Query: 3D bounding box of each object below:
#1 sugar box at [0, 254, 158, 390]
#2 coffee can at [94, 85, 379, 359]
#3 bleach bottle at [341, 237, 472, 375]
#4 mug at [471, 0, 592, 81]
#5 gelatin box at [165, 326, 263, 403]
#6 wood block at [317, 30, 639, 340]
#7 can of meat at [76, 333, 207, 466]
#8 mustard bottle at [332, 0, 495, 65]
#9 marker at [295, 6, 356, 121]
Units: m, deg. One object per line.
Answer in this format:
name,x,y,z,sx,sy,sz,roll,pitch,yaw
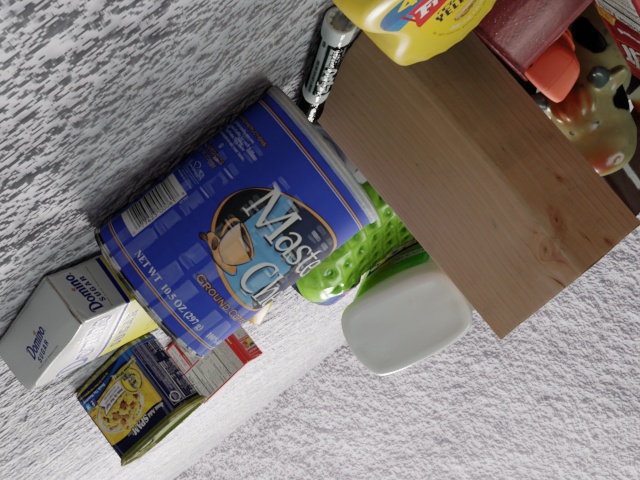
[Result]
sugar box,-0.131,0.037,0.746,0.175,0.048,0.093,-30,167,-49
coffee can,-0.050,-0.011,0.648,0.140,0.103,0.103,-39,171,0
bleach bottle,0.082,0.024,0.931,0.103,0.068,0.250,-28,-167,15
mug,0.128,-0.156,0.663,0.081,0.093,0.117,-46,144,14
gelatin box,-0.113,0.117,1.120,0.089,0.073,0.030,-45,169,35
wood block,0.100,-0.052,0.714,0.090,0.206,0.091,-30,167,-44
can of meat,-0.172,0.149,1.010,0.102,0.084,0.057,-43,170,23
mustard bottle,0.049,-0.144,0.527,0.096,0.058,0.191,-43,170,10
marker,0.002,-0.105,0.657,0.020,0.020,0.121,-36,170,-19
